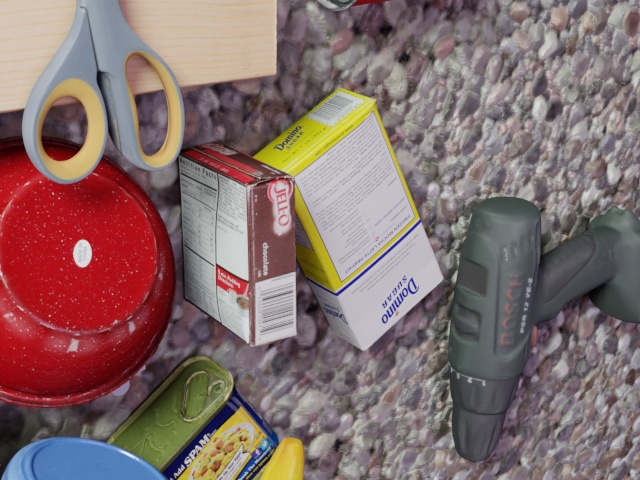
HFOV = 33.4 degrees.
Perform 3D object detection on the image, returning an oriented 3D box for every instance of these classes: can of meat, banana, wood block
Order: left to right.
[{"bbox_3d":[-0.133,-0.129,0.578,0.205,0.090,0.091,-14,116,-35],"label":"wood block"},{"bbox_3d":[-0.086,0.146,0.747,0.102,0.058,0.084,-46,132,-14],"label":"can of meat"},{"bbox_3d":[-0.054,0.232,0.728,0.070,0.037,0.197,90,25,-61],"label":"banana"}]

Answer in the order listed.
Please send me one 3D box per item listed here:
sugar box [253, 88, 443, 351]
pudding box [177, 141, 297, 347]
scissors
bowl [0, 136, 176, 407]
[{"bbox_3d":[0.023,-0.012,0.779,0.093,0.048,0.176,-40,131,-20],"label":"sugar box"},{"bbox_3d":[-0.054,0.001,0.692,0.039,0.090,0.113,-13,116,-33],"label":"pudding box"},{"bbox_3d":[-0.124,-0.112,0.519,0.096,0.016,0.201,-35,127,-23],"label":"scissors"},{"bbox_3d":[-0.145,0.011,0.599,0.161,0.055,0.162,9,73,-31],"label":"bowl"}]
